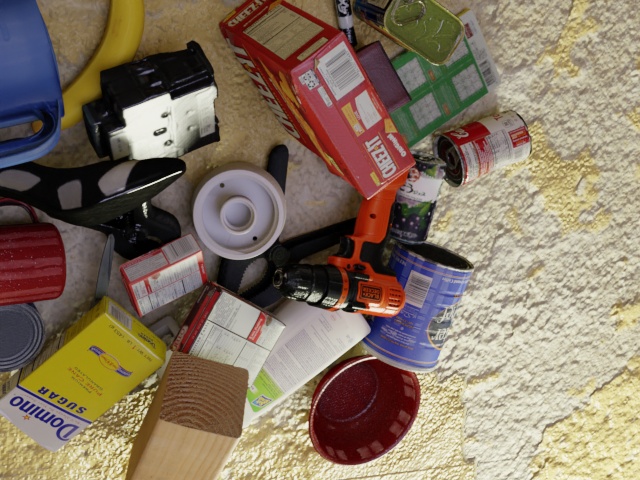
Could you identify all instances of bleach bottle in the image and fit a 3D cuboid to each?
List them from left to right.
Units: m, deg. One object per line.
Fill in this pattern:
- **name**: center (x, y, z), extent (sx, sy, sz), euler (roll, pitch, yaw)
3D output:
- **bleach bottle**: center (-0.065, 0.147, 1.291), extent (0.251, 0.068, 0.102), euler (-38, 120, -4)

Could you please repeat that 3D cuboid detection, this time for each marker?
- **marker**: center (0.024, -0.267, 1.177), extent (0.020, 0.020, 0.121), euler (-21, 119, -18)

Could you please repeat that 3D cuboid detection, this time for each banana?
- **banana**: center (-0.225, -0.187, 1.080), extent (0.069, 0.037, 0.198), euler (23, 99, -13)

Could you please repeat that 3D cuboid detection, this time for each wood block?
- **wood block**: center (-0.154, 0.225, 1.194), extent (0.090, 0.091, 0.206), euler (16, 136, -12)

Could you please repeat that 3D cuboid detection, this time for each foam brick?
- **foam brick**: center (0.056, -0.177, 1.199), extent (0.051, 0.053, 0.078), euler (-33, 101, -10)

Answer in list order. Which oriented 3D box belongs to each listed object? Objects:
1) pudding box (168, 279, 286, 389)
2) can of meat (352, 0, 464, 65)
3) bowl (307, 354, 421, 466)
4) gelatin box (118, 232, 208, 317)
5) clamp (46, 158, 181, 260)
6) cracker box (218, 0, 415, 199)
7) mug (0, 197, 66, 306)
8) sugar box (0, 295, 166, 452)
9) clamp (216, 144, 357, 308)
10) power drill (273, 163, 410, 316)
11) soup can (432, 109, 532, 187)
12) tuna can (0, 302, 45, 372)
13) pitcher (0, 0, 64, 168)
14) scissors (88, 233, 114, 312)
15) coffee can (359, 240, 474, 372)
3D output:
- **pudding box**: center (-0.103, 0.108, 1.209), extent (0.113, 0.039, 0.090), euler (32, 87, -40)
- **can of meat**: center (0.096, -0.246, 1.184), extent (0.102, 0.084, 0.057), euler (27, 98, -33)
- **bowl**: center (0.047, 0.208, 1.376), extent (0.161, 0.055, 0.162), euler (-10, 116, -23)
- **gelatin box**: center (-0.170, 0.037, 1.164), extent (0.089, 0.030, 0.073), euler (-26, 151, -13)
- **clamp**: center (-0.211, -0.018, 1.138), extent (0.120, 0.039, 0.171), euler (-11, 143, 12)
- **cracker box**: center (-0.008, -0.153, 1.094), extent (0.072, 0.214, 0.164), euler (-37, 123, -6)
- **mug**: center (-0.314, 0.013, 1.098), extent (0.081, 0.093, 0.117), euler (-6, 78, -30)
- **sugar box**: center (-0.263, 0.148, 1.164), extent (0.176, 0.048, 0.093), euler (-41, 113, 12)
- **clamp**: center (-0.058, 0.002, 1.243), extent (0.210, 0.036, 0.164), euler (-46, 122, -7)
- **power drill**: center (0.030, -0.010, 1.225), extent (0.184, 0.057, 0.187), euler (13, 83, -41)
- **soup can**: center (0.198, -0.113, 1.304), extent (0.102, 0.069, 0.068), euler (-22, 120, -18)
- **tuna can**: center (-0.341, 0.096, 1.144), extent (0.086, 0.034, 0.086), euler (-10, 116, -23)
- **pitcher**: center (-0.360, -0.139, 0.969), extent (0.242, 0.149, 0.145), euler (-18, 118, -16)
- **scissors**: center (-0.230, 0.081, 1.182), extent (0.096, 0.016, 0.202), euler (11, 119, -38)
- **coffee can**: center (0.118, 0.079, 1.327), extent (0.102, 0.103, 0.140), euler (11, 106, -30)
